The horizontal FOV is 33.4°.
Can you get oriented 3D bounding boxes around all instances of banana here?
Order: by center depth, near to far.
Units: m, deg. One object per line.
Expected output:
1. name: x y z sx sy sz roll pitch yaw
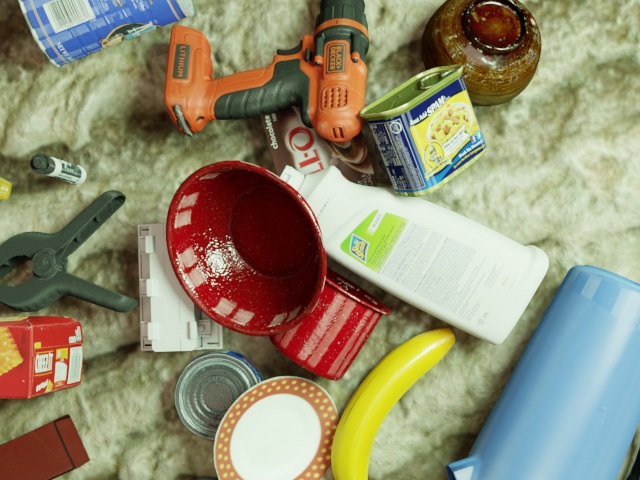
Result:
1. banana: 0.059 0.163 1.014 0.069 0.037 0.198 24 93 -24

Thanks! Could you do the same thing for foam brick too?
1. foam brick: -0.272 0.208 1.024 0.078 0.053 0.051 -25 87 3

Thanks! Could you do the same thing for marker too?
1. marker: -0.244 -0.066 0.995 0.020 0.121 0.020 0 88 4

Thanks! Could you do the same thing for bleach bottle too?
1. bleach bottle: 0.075 -0.003 0.979 0.250 0.068 0.102 29 99 -5

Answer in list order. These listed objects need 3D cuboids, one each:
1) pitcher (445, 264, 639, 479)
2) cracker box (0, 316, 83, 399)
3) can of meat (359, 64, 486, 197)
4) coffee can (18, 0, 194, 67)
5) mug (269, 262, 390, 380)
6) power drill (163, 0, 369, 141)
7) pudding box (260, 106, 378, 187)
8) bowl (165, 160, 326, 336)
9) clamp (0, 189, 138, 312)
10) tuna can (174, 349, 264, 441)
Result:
1. pitcher: 0.234 0.154 0.962 0.145 0.149 0.243 25 87 32
2. cracker box: -0.342 0.102 0.976 0.214 0.164 0.072 2 87 3
3. can of meat: 0.095 -0.097 0.949 0.102 0.058 0.084 -35 112 -31
4. coffee can: -0.203 -0.236 1.006 0.140 0.103 0.103 -21 87 3
5. mug: -0.005 0.070 0.996 0.117 0.093 0.081 33 96 18
6. power drill: -0.047 -0.171 0.999 0.188 0.057 0.184 -4 59 11
7. pudding box: 0.001 -0.079 1.020 0.090 0.039 0.113 -16 88 3
8. bowl: -0.056 0.001 0.947 0.162 0.055 0.162 10 112 25
9. clamp: -0.252 0.033 1.026 0.171 0.039 0.120 -22 66 11
10. tuna can: -0.096 0.148 1.023 0.086 0.033 0.086 0 88 4
